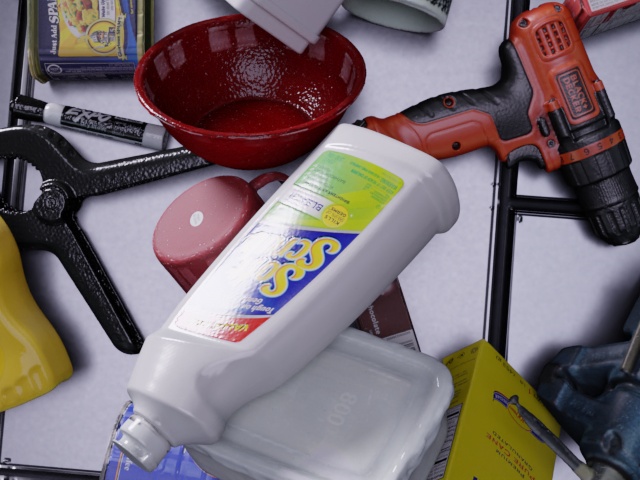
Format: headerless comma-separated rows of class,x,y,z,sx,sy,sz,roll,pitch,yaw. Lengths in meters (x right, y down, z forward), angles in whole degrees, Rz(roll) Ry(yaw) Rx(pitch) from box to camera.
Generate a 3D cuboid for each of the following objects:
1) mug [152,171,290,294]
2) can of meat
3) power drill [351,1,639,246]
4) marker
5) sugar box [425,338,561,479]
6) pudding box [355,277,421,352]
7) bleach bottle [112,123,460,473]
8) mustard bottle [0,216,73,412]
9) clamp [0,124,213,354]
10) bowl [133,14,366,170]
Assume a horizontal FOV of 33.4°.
mug,-0.055,0.001,0.745,0.117,0.093,0.081,-46,129,-13
can of meat,-0.168,-0.169,0.788,0.084,0.057,0.102,-1,88,0
power drill,0.126,-0.055,0.769,0.187,0.057,0.184,-23,95,0
marker,-0.175,-0.089,0.803,0.121,0.020,0.020,13,88,3
sugar box,0.107,0.157,0.700,0.093,0.176,0.048,43,126,-16
pudding box,0.045,0.056,0.753,0.039,0.090,0.113,-15,87,2
bleach bottle,-0.026,0.040,0.654,0.103,0.068,0.250,27,65,32
mustard bottle,-0.256,0.029,0.764,0.096,0.058,0.191,-21,96,23
clamp,-0.184,-0.035,0.789,0.210,0.036,0.164,30,94,6
bowl,-0.048,-0.098,0.756,0.162,0.162,0.055,0,132,2
